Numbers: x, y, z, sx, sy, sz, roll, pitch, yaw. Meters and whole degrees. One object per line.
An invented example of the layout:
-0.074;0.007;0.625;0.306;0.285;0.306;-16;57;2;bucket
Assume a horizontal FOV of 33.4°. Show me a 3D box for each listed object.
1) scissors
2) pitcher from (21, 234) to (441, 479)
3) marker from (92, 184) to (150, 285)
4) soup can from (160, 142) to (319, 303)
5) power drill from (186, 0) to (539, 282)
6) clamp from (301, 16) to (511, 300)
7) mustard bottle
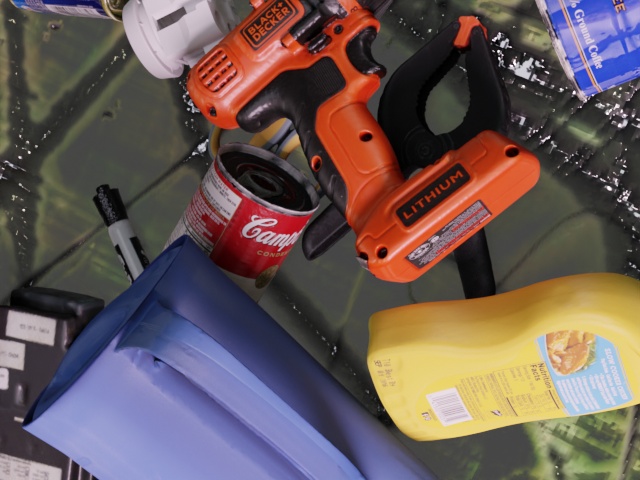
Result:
0.017;-0.097;0.657;0.202;0.016;0.096;-35;82;18;scissors
-0.028;0.119;0.581;0.242;0.149;0.145;41;113;-10;pitcher
-0.122;0.018;0.710;0.020;0.020;0.121;-27;82;19;marker
-0.054;0.001;0.650;0.068;0.068;0.102;39;116;15;soup can
0.036;-0.086;0.595;0.184;0.057;0.188;-41;66;11;power drill
0.055;-0.048;0.632;0.120;0.039;0.171;9;89;11;clamp
0.128;0.061;0.584;0.192;0.096;0.058;-13;44;19;mustard bottle
